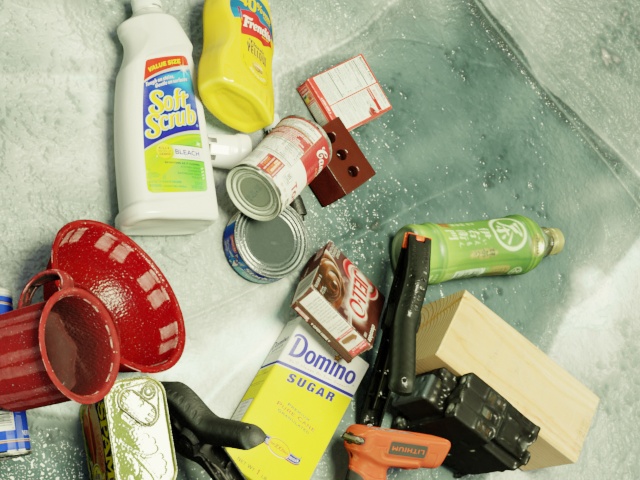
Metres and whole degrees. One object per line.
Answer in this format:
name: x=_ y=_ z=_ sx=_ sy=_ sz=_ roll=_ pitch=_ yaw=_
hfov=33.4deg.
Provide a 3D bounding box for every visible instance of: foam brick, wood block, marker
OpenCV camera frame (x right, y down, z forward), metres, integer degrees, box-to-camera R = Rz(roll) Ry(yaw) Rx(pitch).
foam brick: x=0.011 y=-0.086 z=1.168 sx=0.052 sy=0.051 sz=0.078 roll=-37 pitch=95 yaw=-33
wood block: x=0.193 y=0.157 z=1.175 sx=0.206 sy=0.091 sz=0.090 roll=38 pitch=59 yaw=-14
marker: x=-0.038 y=-0.078 z=1.156 sx=0.020 sy=0.020 sz=0.121 roll=-12 pitch=81 yaw=-32

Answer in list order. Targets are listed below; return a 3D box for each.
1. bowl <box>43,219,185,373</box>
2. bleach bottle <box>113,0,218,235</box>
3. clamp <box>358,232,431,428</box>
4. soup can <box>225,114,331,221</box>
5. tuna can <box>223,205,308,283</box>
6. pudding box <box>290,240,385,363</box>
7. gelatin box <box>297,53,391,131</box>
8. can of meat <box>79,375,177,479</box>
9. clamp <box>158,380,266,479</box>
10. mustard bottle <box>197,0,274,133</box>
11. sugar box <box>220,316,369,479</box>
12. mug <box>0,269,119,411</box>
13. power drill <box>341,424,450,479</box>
bowl: x=-0.199 y=0.062 z=0.976 sx=0.162 sy=0.055 sz=0.162 roll=43 pitch=26 yaw=-27
bleach bottle: x=-0.168 y=-0.133 z=1.074 sx=0.102 sy=0.068 sz=0.251 roll=-1 pitch=73 yaw=-33
clamp: x=0.080 y=0.092 z=1.102 sx=0.036 sy=0.165 sz=0.210 roll=16 pitch=58 yaw=-4
soup can: x=-0.042 y=-0.075 z=1.089 sx=0.068 sy=0.069 sz=0.102 roll=49 pitch=48 yaw=-9
tuna can: x=-0.057 y=0.001 z=1.112 sx=0.086 sy=0.034 sz=0.086 roll=9 pitch=71 yaw=-27
pudding box: x=0.020 y=0.062 z=1.106 sx=0.090 sy=0.039 sz=0.113 roll=45 pitch=27 yaw=-10
gelatin box: x=0.028 y=-0.162 z=1.214 sx=0.089 sy=0.030 sz=0.073 roll=-31 pitch=90 yaw=-33
can of meat: x=-0.175 y=0.179 z=0.960 sx=0.057 sy=0.084 sz=0.102 roll=-5 pitch=78 yaw=-31
clamp: x=-0.104 y=0.189 z=0.978 sx=0.039 sy=0.172 sz=0.120 roll=-22 pitch=123 yaw=-36
mustard bottle: x=-0.086 y=-0.214 z=1.133 sx=0.096 sy=0.058 sz=0.191 roll=37 pitch=42 yaw=-45
sugar box: x=-0.029 y=0.171 z=1.070 sx=0.093 sy=0.048 sz=0.176 roll=38 pitch=61 yaw=-14
mug: x=-0.223 y=0.080 z=0.859 sx=0.093 sy=0.082 sz=0.117 roll=26 pitch=54 yaw=-56
power drill: x=0.077 y=0.285 z=1.065 sx=0.184 sy=0.057 sz=0.187 roll=13 pitch=82 yaw=-22
